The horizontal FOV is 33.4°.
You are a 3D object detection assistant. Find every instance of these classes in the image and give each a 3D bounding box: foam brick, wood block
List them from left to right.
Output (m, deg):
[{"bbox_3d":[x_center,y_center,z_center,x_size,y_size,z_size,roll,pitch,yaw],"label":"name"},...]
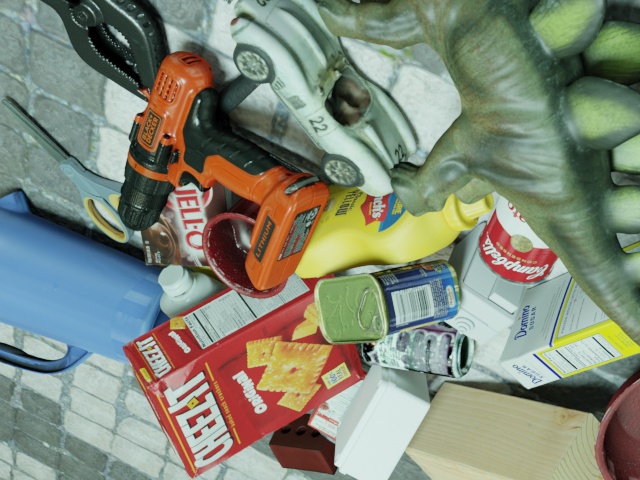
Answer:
[{"bbox_3d":[-0.015,0.249,1.313,0.078,0.053,0.051,-1,135,32],"label":"foam brick"},{"bbox_3d":[0.191,0.215,1.061,0.090,0.090,0.206,48,157,-25],"label":"wood block"}]

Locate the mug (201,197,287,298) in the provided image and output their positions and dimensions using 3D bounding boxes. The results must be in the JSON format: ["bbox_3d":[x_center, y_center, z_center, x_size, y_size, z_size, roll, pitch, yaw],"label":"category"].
[{"bbox_3d":[-0.057,0.001,1.011,0.093,0.081,0.117,39,134,2],"label":"mug"}]

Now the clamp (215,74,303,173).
[{"bbox_3d":[-0.095,-0.109,0.959,0.172,0.039,0.120,11,122,25],"label":"clamp"}]

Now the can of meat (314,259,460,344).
[{"bbox_3d":[0.057,0.051,0.905,0.102,0.083,0.057,-12,88,59],"label":"can of meat"}]

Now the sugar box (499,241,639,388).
[{"bbox_3d":[0.236,0.060,0.899,0.048,0.093,0.177,39,143,-13],"label":"sugar box"}]

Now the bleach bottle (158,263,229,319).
[{"bbox_3d":[-0.106,0.109,1.159,0.103,0.068,0.250,-8,141,25],"label":"bleach bottle"}]

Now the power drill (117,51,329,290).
[{"bbox_3d":[-0.093,-0.042,0.919,0.188,0.057,0.185,39,127,19],"label":"power drill"}]

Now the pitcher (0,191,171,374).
[{"bbox_3d":[-0.279,0.064,1.183,0.243,0.144,0.149,19,138,14],"label":"pitcher"}]

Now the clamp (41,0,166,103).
[{"bbox_3d":[-0.205,-0.204,0.917,0.165,0.036,0.210,-3,131,36],"label":"clamp"}]

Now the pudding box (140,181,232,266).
[{"bbox_3d":[-0.131,-0.028,1.043,0.090,0.039,0.113,2,129,8],"label":"pudding box"}]

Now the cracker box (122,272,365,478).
[{"bbox_3d":[-0.070,0.125,1.076,0.072,0.213,0.164,48,161,43],"label":"cracker box"}]

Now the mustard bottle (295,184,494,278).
[{"bbox_3d":[0.062,-0.019,0.913,0.192,0.096,0.058,-9,126,39],"label":"mustard bottle"}]

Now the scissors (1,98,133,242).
[{"bbox_3d":[-0.243,-0.073,1.112,0.096,0.016,0.201,-3,134,33],"label":"scissors"}]

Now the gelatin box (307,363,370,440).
[{"bbox_3d":[0.038,0.183,1.185,0.073,0.030,0.089,28,106,1],"label":"gelatin box"}]

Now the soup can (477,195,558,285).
[{"bbox_3d":[0.174,-0.020,0.866,0.068,0.068,0.102,24,142,6],"label":"soup can"}]
